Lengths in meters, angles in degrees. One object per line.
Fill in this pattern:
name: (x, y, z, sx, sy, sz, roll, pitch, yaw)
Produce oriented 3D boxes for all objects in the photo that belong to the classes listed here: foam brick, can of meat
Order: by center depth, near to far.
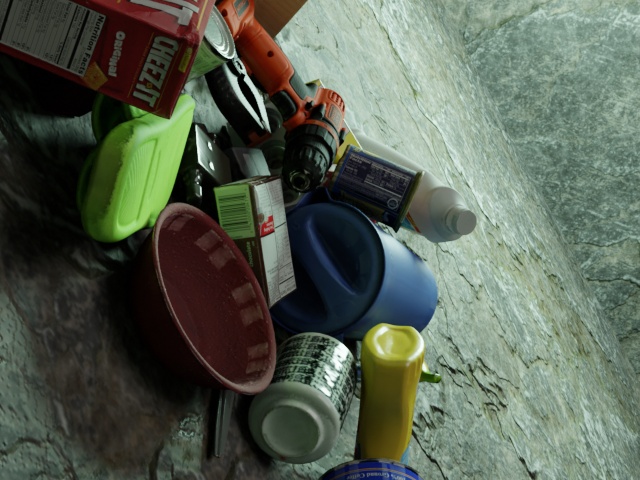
foam brick: (-0.197, -0.144, 0.838, 0.078, 0.053, 0.051, 67, 20, 10)
can of meat: (0.055, -0.054, 1.100, 0.084, 0.057, 0.102, 23, -8, 3)

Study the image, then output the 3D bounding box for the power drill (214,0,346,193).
power drill: (-0.049, -0.147, 1.030, 0.187, 0.057, 0.184, 51, 23, -19)

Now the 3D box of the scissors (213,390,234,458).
scissors: (-0.066, 0.114, 0.909, 0.096, 0.016, 0.202, 45, 27, -43)

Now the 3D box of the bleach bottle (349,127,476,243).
bleach bottle: (0.097, -0.061, 1.269, 0.251, 0.068, 0.102, 30, -30, 56)

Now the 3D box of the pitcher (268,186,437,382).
pitcher: (0.041, 0.055, 1.105, 0.145, 0.149, 0.242, 36, 5, 24)

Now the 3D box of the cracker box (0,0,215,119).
cracker box: (-0.182, -0.189, 0.755, 0.213, 0.072, 0.164, 22, 33, -11)

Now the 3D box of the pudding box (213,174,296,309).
pudding box: (-0.056, 0.001, 0.949, 0.090, 0.039, 0.113, -31, 116, -74)

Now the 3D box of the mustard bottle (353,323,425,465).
mustard bottle: (0.059, 0.180, 0.987, 0.096, 0.058, 0.192, -72, 167, -72)

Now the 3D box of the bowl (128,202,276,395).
bowl: (-0.101, 0.054, 0.834, 0.162, 0.055, 0.162, 51, 23, -33)

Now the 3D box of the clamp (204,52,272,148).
clamp: (-0.103, -0.175, 1.076, 0.120, 0.039, 0.171, 7, 53, -60)
